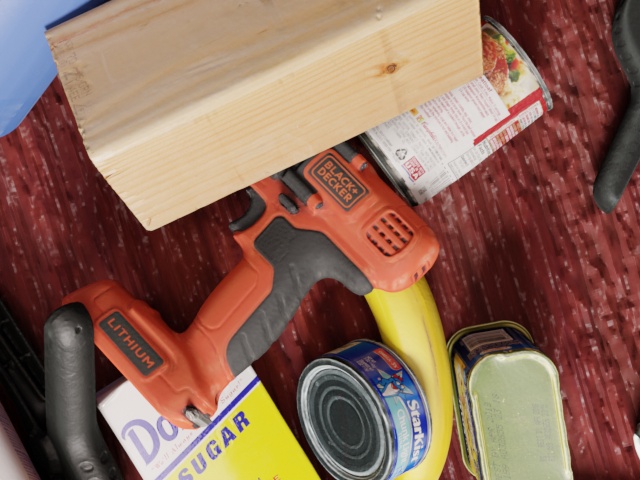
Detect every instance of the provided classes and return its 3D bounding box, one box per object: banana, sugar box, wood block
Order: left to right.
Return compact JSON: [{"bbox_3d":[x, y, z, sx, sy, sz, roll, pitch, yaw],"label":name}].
[{"bbox_3d":[-0.055,0.146,0.659,0.093,0.048,0.176,-33,97,-11],"label":"sugar box"},{"bbox_3d":[-0.026,-0.099,0.570,0.206,0.091,0.090,-25,64,0],"label":"wood block"},{"bbox_3d":[0.049,0.072,0.657,0.037,0.070,0.198,-19,94,-38],"label":"banana"}]

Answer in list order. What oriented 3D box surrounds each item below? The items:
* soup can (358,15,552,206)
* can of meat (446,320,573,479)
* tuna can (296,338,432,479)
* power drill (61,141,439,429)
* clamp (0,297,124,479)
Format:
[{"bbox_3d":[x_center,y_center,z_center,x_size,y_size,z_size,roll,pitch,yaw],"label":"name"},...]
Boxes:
[{"bbox_3d":[0.076,-0.075,0.633,0.102,0.068,0.068,-37,94,4],"label":"soup can"},{"bbox_3d":[0.113,0.106,0.641,0.057,0.084,0.102,-10,95,1],"label":"can of meat"},{"bbox_3d":[0.025,0.104,0.640,0.033,0.086,0.086,-19,96,-38],"label":"tuna can"},{"bbox_3d":[-0.054,0.001,0.617,0.187,0.057,0.184,-43,72,-6],"label":"power drill"},{"bbox_3d":[-0.160,0.113,0.644,0.036,0.165,0.210,-27,118,-32],"label":"clamp"}]
